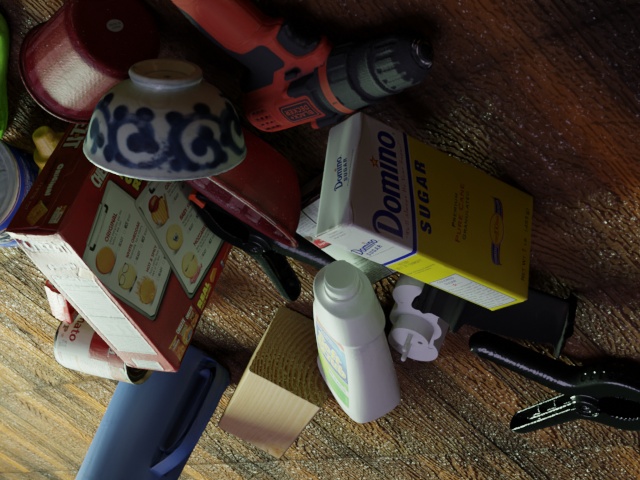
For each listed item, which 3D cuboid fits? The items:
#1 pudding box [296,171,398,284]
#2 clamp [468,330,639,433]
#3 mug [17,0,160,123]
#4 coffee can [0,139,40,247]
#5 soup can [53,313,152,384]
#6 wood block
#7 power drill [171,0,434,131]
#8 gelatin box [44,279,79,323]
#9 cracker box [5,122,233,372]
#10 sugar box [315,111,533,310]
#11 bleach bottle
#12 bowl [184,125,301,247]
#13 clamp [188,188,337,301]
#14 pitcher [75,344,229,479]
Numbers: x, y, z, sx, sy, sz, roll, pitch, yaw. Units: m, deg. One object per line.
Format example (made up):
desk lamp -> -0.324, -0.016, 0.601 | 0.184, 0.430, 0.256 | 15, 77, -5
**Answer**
pudding box -> 0.033, -0.014, 0.946 | 0.113, 0.039, 0.090 | 34, 149, -17
clamp -> 0.250, 0.141, 1.021 | 0.210, 0.036, 0.164 | -3, 140, 37
mug -> -0.172, -0.143, 0.851 | 0.117, 0.093, 0.082 | 44, 141, -17
coffee can -> -0.320, -0.048, 1.024 | 0.103, 0.103, 0.140 | 24, 177, 3
soup can -> -0.246, 0.123, 1.229 | 0.102, 0.068, 0.068 | 10, 146, 23
wood block -> -0.045, 0.168, 1.233 | 0.091, 0.090, 0.206 | 27, 150, -1
power drill -> -0.033, -0.157, 0.756 | 0.185, 0.057, 0.187 | -12, 133, 47
gelatin box -> -0.274, 0.040, 1.207 | 0.030, 0.089, 0.073 | 23, 149, 7
cracker box -> -0.176, -0.004, 0.992 | 0.072, 0.164, 0.213 | 0, 142, 29
sugar box -> 0.083, -0.019, 0.802 | 0.176, 0.093, 0.048 | 23, 152, -31
bleach bottle -> 0.028, 0.086, 1.021 | 0.103, 0.068, 0.251 | 57, 170, 30
bowl -> -0.072, -0.060, 0.905 | 0.162, 0.055, 0.162 | 33, 173, 4
clamp -> -0.057, 0.001, 1.037 | 0.171, 0.039, 0.120 | 35, 143, -9
pitcher -> -0.212, 0.246, 1.326 | 0.145, 0.242, 0.149 | 19, 150, 8
